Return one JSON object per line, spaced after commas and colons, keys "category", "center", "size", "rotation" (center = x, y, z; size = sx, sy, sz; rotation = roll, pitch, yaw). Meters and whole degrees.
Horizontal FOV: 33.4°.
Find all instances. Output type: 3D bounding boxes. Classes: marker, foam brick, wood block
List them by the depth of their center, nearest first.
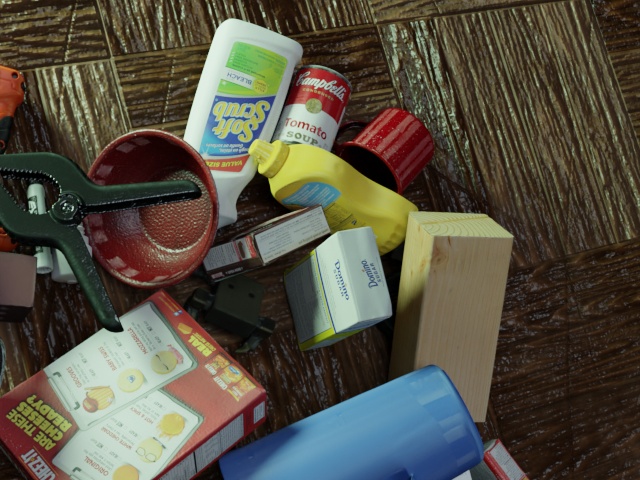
{"category": "foam brick", "center": [-0.305, 0.046, 1.027], "size": [0.053, 0.078, 0.051], "rotation": [7, 72, -21]}
{"category": "marker", "center": [-0.284, -0.025, 1.074], "size": [0.020, 0.020, 0.121], "rotation": [-2, 65, -23]}
{"category": "wood block", "center": [0.134, 0.081, 1.133], "size": [0.090, 0.090, 0.206], "rotation": [2, 107, -12]}

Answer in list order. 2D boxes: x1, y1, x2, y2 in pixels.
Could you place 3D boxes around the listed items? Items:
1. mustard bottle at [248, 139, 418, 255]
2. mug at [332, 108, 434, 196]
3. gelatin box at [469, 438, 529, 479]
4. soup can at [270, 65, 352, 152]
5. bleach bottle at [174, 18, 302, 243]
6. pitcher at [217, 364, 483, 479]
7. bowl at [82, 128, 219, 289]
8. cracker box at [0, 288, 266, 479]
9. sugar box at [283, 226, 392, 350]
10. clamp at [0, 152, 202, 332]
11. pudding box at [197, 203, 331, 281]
{"category": "mustard bottle", "center": [0.005, -0.053, 1.156], "size": [0.191, 0.096, 0.058], "rotation": [31, 59, -21]}
{"category": "mug", "center": [0.066, -0.102, 1.220], "size": [0.117, 0.093, 0.081], "rotation": [28, 57, 24]}
{"category": "gelatin box", "center": [0.185, 0.255, 1.164], "size": [0.030, 0.089, 0.073], "rotation": [-38, 92, -27]}
{"category": "soup can", "center": [-0.011, -0.136, 1.201], "size": [0.068, 0.069, 0.102], "rotation": [25, 69, -15]}
{"category": "bleach bottle", "center": [-0.096, -0.110, 1.163], "size": [0.102, 0.068, 0.251], "rotation": [18, 72, -18]}
{"category": "pitcher", "center": [0.035, 0.225, 1.035], "size": [0.243, 0.145, 0.149], "rotation": [-26, 76, -3]}
{"category": "bowl", "center": [-0.163, -0.032, 1.090], "size": [0.055, 0.162, 0.162], "rotation": [-5, 74, -66]}
{"category": "cracker box", "center": [-0.182, 0.168, 1.015], "size": [0.213, 0.072, 0.164], "rotation": [-36, 61, -25]}
{"category": "sugar box", "center": [0.015, 0.053, 1.100], "size": [0.048, 0.176, 0.093], "rotation": [-9, 80, -24]}
{"category": "clamp", "center": [-0.237, -0.016, 1.008], "size": [0.210, 0.036, 0.164], "rotation": [20, 70, 1]}
{"category": "pudding box", "center": [-0.057, 0.001, 1.115], "size": [0.113, 0.090, 0.039], "rotation": [-29, 98, -46]}
